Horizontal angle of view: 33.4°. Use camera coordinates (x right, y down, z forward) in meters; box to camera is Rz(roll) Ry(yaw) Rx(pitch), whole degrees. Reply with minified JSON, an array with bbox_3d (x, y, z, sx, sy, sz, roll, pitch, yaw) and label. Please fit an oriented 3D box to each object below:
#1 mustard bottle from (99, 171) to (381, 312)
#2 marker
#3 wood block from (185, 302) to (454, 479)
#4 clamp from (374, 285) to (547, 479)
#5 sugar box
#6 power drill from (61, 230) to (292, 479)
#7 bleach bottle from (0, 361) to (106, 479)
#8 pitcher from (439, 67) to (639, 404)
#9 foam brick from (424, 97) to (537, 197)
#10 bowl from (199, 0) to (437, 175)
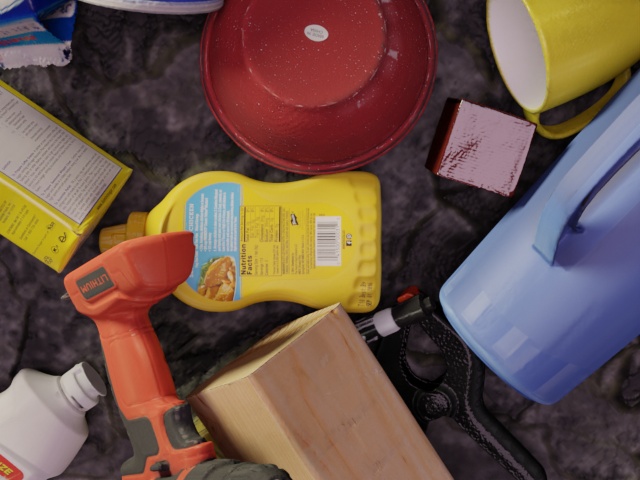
[{"bbox_3d":[-0.055,0.001,0.730,0.191,0.058,0.096,0,89,1],"label":"mustard bottle"},{"bbox_3d":[0.026,0.065,0.740,0.121,0.020,0.020,-25,99,25],"label":"marker"},{"bbox_3d":[0.018,0.157,0.696,0.090,0.091,0.206,-36,95,-35],"label":"wood block"},{"bbox_3d":[0.075,0.121,0.759,0.120,0.039,0.171,-24,91,8],"label":"clamp"},{"bbox_3d":[-0.219,-0.062,0.697,0.176,0.093,0.048,33,122,-8],"label":"sugar box"},{"bbox_3d":[-0.089,0.093,0.643,0.057,0.185,0.187,-9,82,-38],"label":"power drill"},{"bbox_3d":[-0.267,0.162,0.761,0.251,0.068,0.102,-35,98,4],"label":"bleach bottle"},{"bbox_3d":[0.190,-0.013,0.682,0.149,0.145,0.243,41,102,-15],"label":"pitcher"},{"bbox_3d":[0.105,-0.062,0.708,0.053,0.078,0.051,18,98,-2],"label":"foam brick"},{"bbox_3d":[-0.003,-0.126,0.693,0.162,0.055,0.162,0,86,3],"label":"bowl"}]
